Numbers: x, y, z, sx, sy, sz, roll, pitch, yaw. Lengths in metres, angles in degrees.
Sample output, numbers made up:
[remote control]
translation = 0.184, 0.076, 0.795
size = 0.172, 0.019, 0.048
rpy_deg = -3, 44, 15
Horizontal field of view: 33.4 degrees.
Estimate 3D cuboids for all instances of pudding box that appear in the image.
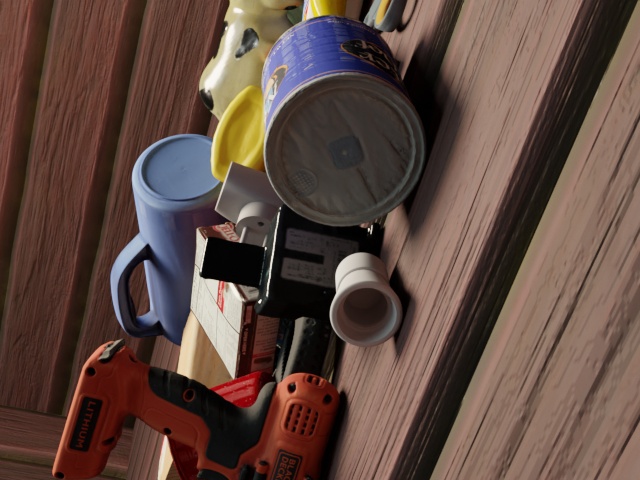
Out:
[pudding box]
translation = -0.073, 0.051, 0.907
size = 0.114, 0.039, 0.090
rpy_deg = -128, 37, -47

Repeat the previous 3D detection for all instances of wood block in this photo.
[wood block]
translation = -0.101, 0.158, 1.086
size = 0.091, 0.090, 0.206
rpy_deg = 114, 165, -44

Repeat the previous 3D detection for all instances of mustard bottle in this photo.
[mustard bottle]
translation = -0.049, -0.093, 1.077
size = 0.191, 0.058, 0.096
rpy_deg = 9, -78, -77

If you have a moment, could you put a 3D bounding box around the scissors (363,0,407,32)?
[scissors]
translation = 0.045, -0.175, 0.886
size = 0.202, 0.016, 0.096
rpy_deg = 117, 167, -53

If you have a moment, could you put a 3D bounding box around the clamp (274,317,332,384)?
[clamp]
translation = -0.006, 0.049, 0.849
size = 0.165, 0.036, 0.210
rpy_deg = 114, 168, -50

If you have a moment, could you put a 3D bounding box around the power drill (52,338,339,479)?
[power drill]
translation = -0.094, 0.164, 0.780
size = 0.057, 0.187, 0.184
rpy_deg = -66, -6, -81

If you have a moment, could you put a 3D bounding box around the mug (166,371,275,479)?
[mug]
translation = -0.064, 0.160, 0.866
size = 0.117, 0.081, 0.093
rpy_deg = 55, -163, -54

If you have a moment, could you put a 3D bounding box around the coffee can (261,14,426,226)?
[coffee can]
translation = 0.012, -0.086, 0.729
size = 0.140, 0.102, 0.103
rpy_deg = -97, 22, -63

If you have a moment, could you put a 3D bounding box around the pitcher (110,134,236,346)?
[pitcher]
translation = -0.144, 0.007, 1.164
size = 0.243, 0.145, 0.149
rpy_deg = 88, -164, -51
